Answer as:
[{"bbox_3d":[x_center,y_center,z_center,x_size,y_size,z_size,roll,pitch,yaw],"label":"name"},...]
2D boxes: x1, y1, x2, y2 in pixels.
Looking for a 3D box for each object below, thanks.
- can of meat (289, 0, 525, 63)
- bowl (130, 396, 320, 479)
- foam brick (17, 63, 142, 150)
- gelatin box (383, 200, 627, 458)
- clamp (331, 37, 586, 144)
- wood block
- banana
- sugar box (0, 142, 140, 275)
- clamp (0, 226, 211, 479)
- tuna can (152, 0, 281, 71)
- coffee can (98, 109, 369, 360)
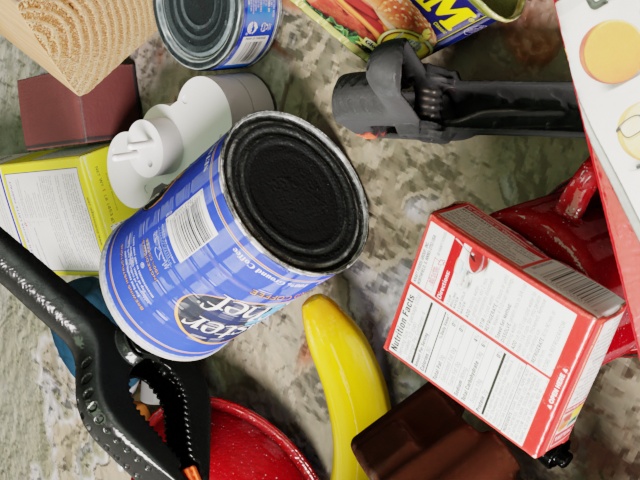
[{"bbox_3d":[0.037,-0.135,0.519,0.084,0.102,0.057,-21,42,48],"label":"can of meat"},{"bbox_3d":[-0.073,0.187,0.709,0.162,0.055,0.162,13,117,26],"label":"bowl"},{"bbox_3d":[-0.172,-0.095,0.762,0.078,0.052,0.051,-1,100,43],"label":"foam brick"},{"bbox_3d":[0.076,0.036,0.454,0.089,0.030,0.073,35,124,32],"label":"gelatin box"},{"bbox_3d":[0.046,-0.068,0.509,0.172,0.120,0.039,3,79,61],"label":"clamp"},{"bbox_3d":[-0.206,-0.196,0.720,0.206,0.090,0.090,37,165,32],"label":"wood block"},{"bbox_3d":[0.011,0.128,0.636,0.037,0.069,0.198,-130,47,-67],"label":"banana"},{"bbox_3d":[-0.202,-0.021,0.810,0.177,0.048,0.093,2,111,46],"label":"sugar box"},{"bbox_3d":[-0.118,0.065,0.678,0.036,0.164,0.210,-37,78,34],"label":"clamp"},{"bbox_3d":[-0.065,-0.148,0.658,0.086,0.033,0.086,13,110,41],"label":"tuna can"},{"bbox_3d":[-0.054,0.001,0.637,0.141,0.102,0.103,-34,76,43],"label":"coffee can"}]
